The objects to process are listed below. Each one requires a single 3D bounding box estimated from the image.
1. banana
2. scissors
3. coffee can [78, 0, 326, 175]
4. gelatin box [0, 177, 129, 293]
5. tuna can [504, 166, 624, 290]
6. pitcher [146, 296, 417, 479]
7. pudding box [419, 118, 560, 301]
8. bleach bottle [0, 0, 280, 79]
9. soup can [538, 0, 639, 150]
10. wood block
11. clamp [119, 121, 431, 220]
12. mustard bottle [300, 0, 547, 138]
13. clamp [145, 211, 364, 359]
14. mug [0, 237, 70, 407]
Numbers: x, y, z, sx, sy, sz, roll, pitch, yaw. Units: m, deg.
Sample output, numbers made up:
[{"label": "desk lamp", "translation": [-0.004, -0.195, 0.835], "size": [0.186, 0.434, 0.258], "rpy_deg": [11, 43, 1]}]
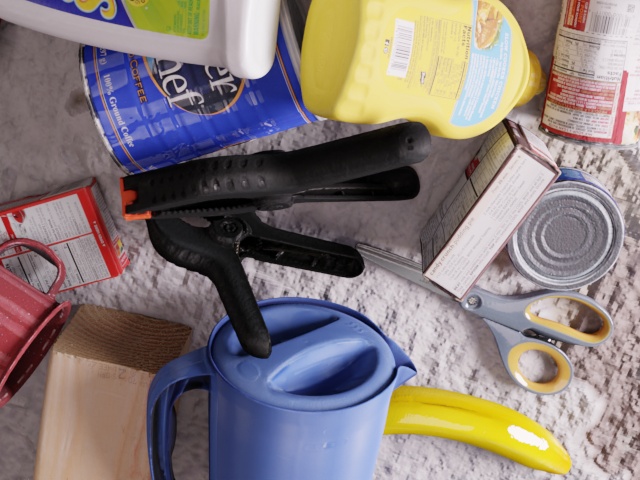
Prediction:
[{"label": "banana", "translation": [0.100, 0.145, 0.830], "size": [0.198, 0.037, 0.070], "rpy_deg": [6, 139, 4]}, {"label": "scissors", "translation": [0.118, 0.063, 0.808], "size": [0.201, 0.016, 0.096], "rpy_deg": [10, 110, 0]}, {"label": "coffee can", "translation": [-0.075, -0.110, 0.712], "size": [0.140, 0.102, 0.103], "rpy_deg": [-16, 108, 9]}, {"label": "gelatin box", "translation": [-0.198, 0.000, 0.797], "size": [0.089, 0.030, 0.073], "rpy_deg": [-15, 108, 11]}, {"label": "tuna can", "translation": [0.174, -0.008, 0.770], "size": [0.086, 0.033, 0.086], "rpy_deg": [1, 110, 3]}, {"label": "pitcher", "translation": [-0.033, 0.173, 0.785], "size": [0.149, 0.144, 0.243], "rpy_deg": [22, 123, 24]}, {"label": "pudding box", "translation": [0.114, -0.023, 0.738], "size": [0.039, 0.090, 0.114], "rpy_deg": [31, 108, -7]}, {"label": "bleach bottle", "translation": [-0.151, -0.160, 0.638], "size": [0.251, 0.068, 0.102], "rpy_deg": [8, 100, 11]}, {"label": "soup can", "translation": [0.188, -0.118, 0.712], "size": [0.068, 0.068, 0.102], "rpy_deg": [7, 109, 1]}, {"label": "wood block", "translation": [-0.166, 0.166, 0.822], "size": [0.090, 0.090, 0.206], "rpy_deg": [13, 110, 0]}, {"label": "clamp", "translation": [-0.027, -0.041, 0.693], "size": [0.210, 0.164, 0.036], "rpy_deg": [-6, 82, -4]}, {"label": "mustard bottle", "translation": [0.078, -0.115, 0.685], "size": [0.191, 0.058, 0.096], "rpy_deg": [4, 99, -39]}, {"label": "clamp", "translation": [-0.055, 0.001, 0.758], "size": [0.172, 0.120, 0.039], "rpy_deg": [44, 136, 22]}, {"label": "mug", "translation": [-0.232, 0.050, 0.762], "size": [0.081, 0.093, 0.117], "rpy_deg": [33, 81, 0]}]
